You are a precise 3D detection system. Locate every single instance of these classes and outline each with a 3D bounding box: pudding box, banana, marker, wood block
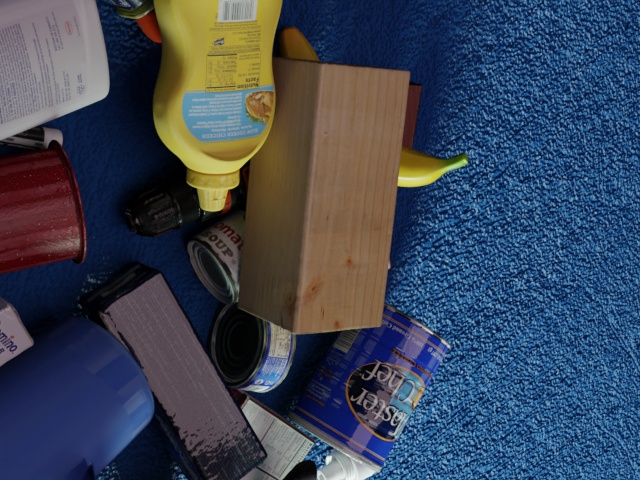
[{"bbox_3d":[-0.069,0.198,1.002,0.090,0.039,0.113,-56,133,-9],"label":"pudding box"},{"bbox_3d":[0.032,-0.104,0.930,0.198,0.037,0.070,36,103,-2],"label":"banana"},{"bbox_3d":[-0.245,-0.081,0.772,0.120,0.020,0.020,7,100,-40],"label":"marker"},{"bbox_3d":[0.001,-0.039,0.853,0.090,0.091,0.206,-2,102,-36],"label":"wood block"}]

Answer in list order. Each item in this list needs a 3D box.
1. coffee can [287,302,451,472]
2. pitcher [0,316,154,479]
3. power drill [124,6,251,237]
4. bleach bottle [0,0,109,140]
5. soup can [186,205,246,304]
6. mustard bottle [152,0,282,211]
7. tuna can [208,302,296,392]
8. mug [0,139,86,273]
[{"bbox_3d":[0.047,0.137,1.032,0.102,0.103,0.140,37,80,-41],"label":"coffee can"},{"bbox_3d":[-0.232,0.170,0.773,0.242,0.145,0.149,-40,106,-35],"label":"pitcher"},{"bbox_3d":[-0.094,-0.110,0.864,0.184,0.057,0.187,-29,123,-29],"label":"power drill"},{"bbox_3d":[-0.253,-0.102,0.685,0.250,0.068,0.102,-31,120,-44],"label":"bleach bottle"},{"bbox_3d":[-0.056,0.001,0.923,0.102,0.069,0.068,-35,124,-25],"label":"soup can"},{"bbox_3d":[-0.078,-0.115,0.797,0.096,0.058,0.192,-12,114,-37],"label":"mustard bottle"},{"bbox_3d":[-0.061,0.089,0.938,0.033,0.086,0.086,12,97,-40],"label":"tuna can"},{"bbox_3d":[-0.224,-0.013,0.775,0.081,0.093,0.117,-13,153,-25],"label":"mug"}]
